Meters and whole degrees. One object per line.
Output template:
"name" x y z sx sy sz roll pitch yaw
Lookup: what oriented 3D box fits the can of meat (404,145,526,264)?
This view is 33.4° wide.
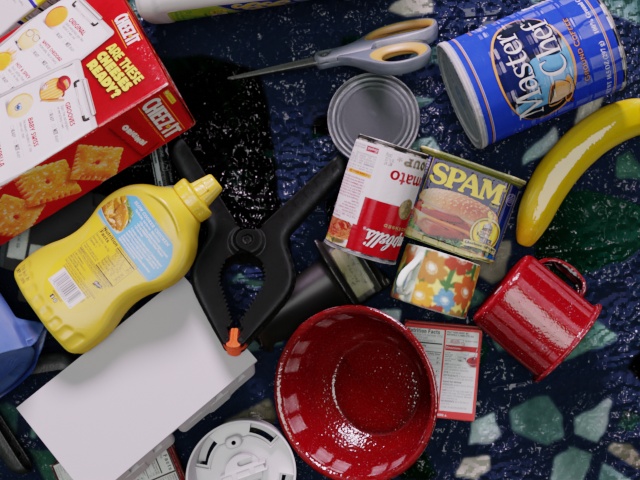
"can of meat" 0.127 -0.032 0.989 0.102 0.057 0.084 19 94 1

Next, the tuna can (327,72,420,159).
"tuna can" 0.049 -0.112 1.000 0.086 0.034 0.086 0 91 1

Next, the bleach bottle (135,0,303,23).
"bleach bottle" -0.038 -0.242 0.965 0.251 0.102 0.068 -5 96 2

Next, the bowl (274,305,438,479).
"bowl" 0.040 0.138 0.976 0.162 0.055 0.162 0 90 27

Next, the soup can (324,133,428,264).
"soup can" 0.050 -0.037 0.952 0.068 0.068 0.102 17 96 1

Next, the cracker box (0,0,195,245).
"cracker box" -0.240 -0.117 0.955 0.213 0.072 0.164 -31 57 1

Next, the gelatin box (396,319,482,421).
"gelatin box" 0.111 0.121 1.004 0.073 0.030 0.089 5 91 2

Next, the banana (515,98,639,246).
"banana" 0.251 -0.075 0.995 0.198 0.037 0.069 -35 89 1

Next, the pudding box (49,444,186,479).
"pudding box" -0.185 0.228 1.007 0.113 0.039 0.090 -22 88 -2

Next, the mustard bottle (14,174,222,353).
"mustard bottle" -0.167 0.007 0.937 0.191 0.058 0.096 -38 79 1

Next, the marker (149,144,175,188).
"marker" -0.155 -0.095 1.011 0.020 0.020 0.121 -11 90 1

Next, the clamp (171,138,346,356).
"clamp" -0.056 0.001 0.973 0.164 0.036 0.210 -1 67 -1

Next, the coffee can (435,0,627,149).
"coffee can" 0.188 -0.156 0.962 0.140 0.103 0.103 -23 90 1

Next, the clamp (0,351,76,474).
"clamp" -0.324 0.146 1.008 0.171 0.039 0.120 15 82 6

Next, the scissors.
"scissors" 0.016 -0.161 0.980 0.201 0.096 0.016 -18 124 -1

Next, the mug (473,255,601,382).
"mug" 0.201 0.060 0.979 0.081 0.093 0.117 40 60 5
